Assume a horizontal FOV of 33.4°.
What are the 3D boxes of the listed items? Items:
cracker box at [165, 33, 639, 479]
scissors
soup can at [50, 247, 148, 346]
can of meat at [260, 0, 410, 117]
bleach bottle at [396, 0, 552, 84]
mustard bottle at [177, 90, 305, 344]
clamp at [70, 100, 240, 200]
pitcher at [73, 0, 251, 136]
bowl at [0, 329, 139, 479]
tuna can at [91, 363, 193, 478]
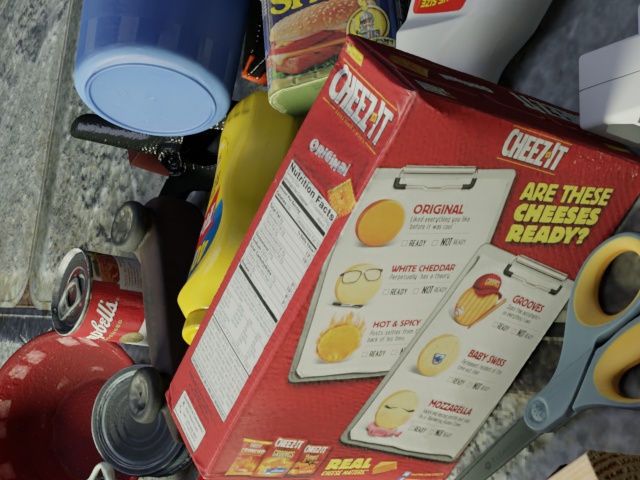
[{"bbox_3d":[0.040,0.022,0.534,0.072,0.163,0.214,51,121,45],"label":"cracker box"},{"bbox_3d":[0.116,0.067,0.543,0.202,0.016,0.096,-36,51,43],"label":"scissors"},{"bbox_3d":[-0.151,0.047,0.840,0.069,0.102,0.068,-21,63,49],"label":"soup can"},{"bbox_3d":[0.011,-0.133,0.690,0.102,0.057,0.084,-13,70,24],"label":"can of meat"},{"bbox_3d":[0.103,-0.164,0.592,0.103,0.068,0.251,37,112,53],"label":"bleach bottle"},{"bbox_3d":[-0.055,0.001,0.713,0.096,0.058,0.191,123,161,-58],"label":"mustard bottle"},{"bbox_3d":[-0.108,-0.059,0.839,0.172,0.120,0.039,-8,33,32],"label":"clamp"},{"bbox_3d":[-0.108,-0.198,0.782,0.145,0.149,0.243,-7,62,25],"label":"pitcher"},{"bbox_3d":[-0.198,0.155,0.878,0.162,0.055,0.162,-5,77,20],"label":"bowl"},{"bbox_3d":[-0.129,0.136,0.807,0.086,0.033,0.086,-4,77,19],"label":"tuna can"}]
